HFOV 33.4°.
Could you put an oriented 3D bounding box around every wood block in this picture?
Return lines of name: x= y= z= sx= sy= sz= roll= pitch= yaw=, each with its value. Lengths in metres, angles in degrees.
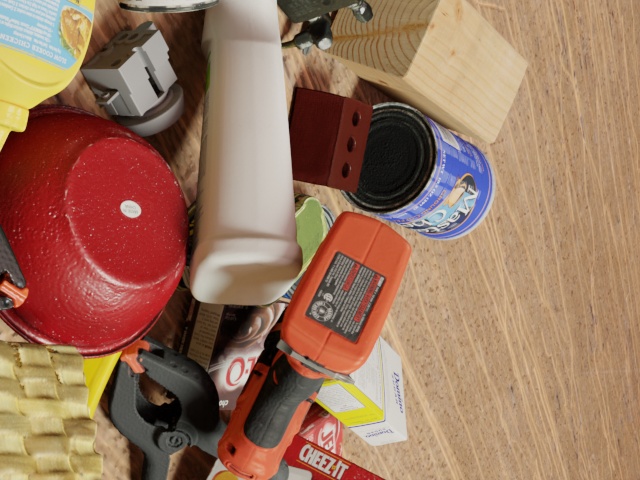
wood block: x=0.102 y=-0.167 z=0.976 sx=0.205 sy=0.091 sz=0.090 roll=20 pitch=94 yaw=-59

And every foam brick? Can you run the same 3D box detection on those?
foam brick: x=0.005 y=-0.084 z=0.900 sx=0.052 sy=0.051 sz=0.078 roll=7 pitch=95 yaw=-59

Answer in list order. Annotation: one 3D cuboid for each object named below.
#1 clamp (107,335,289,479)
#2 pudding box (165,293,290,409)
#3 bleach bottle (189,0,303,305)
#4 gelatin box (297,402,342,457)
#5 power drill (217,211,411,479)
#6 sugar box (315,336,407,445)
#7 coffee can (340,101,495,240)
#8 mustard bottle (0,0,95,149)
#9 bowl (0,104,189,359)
clamp: x=-0.094 y=0.137 z=0.780 sx=0.039 sy=0.120 sz=0.171 roll=-110 pitch=-174 yaw=-56
pudding box: x=-0.068 y=0.088 z=0.857 sx=0.113 sy=0.039 sz=0.090 roll=12 pitch=92 yaw=-58
bleach bottle: x=-0.053 y=-0.088 z=0.727 sx=0.103 sy=0.068 sz=0.251 roll=124 pitch=-34 yaw=-66
gelatin box: x=-0.008 y=0.206 z=1.004 sx=0.073 sy=0.030 sz=0.089 roll=-25 pitch=122 yaw=-52
power drill: x=0.000 y=0.059 z=0.721 sx=0.184 sy=0.057 sz=0.188 roll=-65 pitch=-178 yaw=-33
sugar box: x=0.030 y=0.121 z=0.993 sx=0.176 sy=0.048 sz=0.093 roll=52 pitch=30 yaw=-54
coffee can: x=0.090 y=-0.061 z=0.996 sx=0.140 sy=0.103 sz=0.103 roll=18 pitch=86 yaw=-58
mustard bottle: x=-0.168 y=-0.139 z=0.598 sx=0.096 sy=0.058 sz=0.191 roll=16 pitch=87 yaw=-59
bowl: x=-0.132 y=-0.011 z=0.648 sx=0.161 sy=0.055 sz=0.162 roll=18 pitch=65 yaw=-45
